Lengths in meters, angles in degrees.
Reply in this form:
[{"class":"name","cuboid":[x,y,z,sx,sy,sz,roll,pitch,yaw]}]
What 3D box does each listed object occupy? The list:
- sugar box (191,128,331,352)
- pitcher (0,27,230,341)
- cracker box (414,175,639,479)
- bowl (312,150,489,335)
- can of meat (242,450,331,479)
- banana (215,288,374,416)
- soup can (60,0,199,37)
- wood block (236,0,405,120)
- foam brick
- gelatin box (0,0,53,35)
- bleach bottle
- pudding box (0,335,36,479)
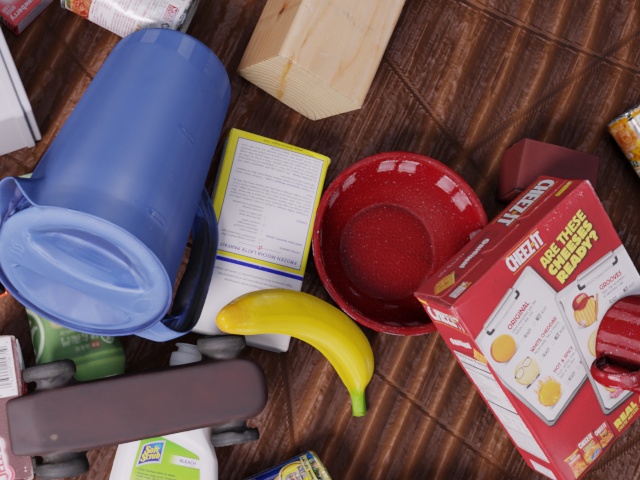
[{"class":"sugar box","cuboid":[-0.056,0.001,0.922,0.093,0.048,0.176,15,81,-11]},{"class":"pitcher","cuboid":[-0.142,-0.048,0.833,0.145,0.149,0.242,13,47,2]},{"class":"cracker box","cuboid":[0.201,0.077,0.916,0.164,0.072,0.213,-41,113,-16]},{"class":"bowl","cuboid":[0.066,0.005,0.941,0.162,0.055,0.162,2,80,-12]},{"class":"can of meat","cuboid":[-0.024,0.233,0.876,0.083,0.057,0.102,-21,70,-17]},{"class":"banana","cuboid":[-0.009,0.079,0.880,0.197,0.037,0.069,37,50,-40]},{"class":"soup can","cuboid":[-0.163,-0.208,0.922,0.102,0.069,0.068,26,76,-7]},{"class":"wood block","cuboid":[0.018,-0.222,0.941,0.090,0.091,0.206,29,75,-25]},{"class":"foam brick","cuboid":[0.208,-0.056,0.984,0.078,0.053,0.051,13,78,-11]},{"class":"gelatin box","cuboid":[-0.261,-0.235,0.925,0.073,0.030,0.089,41,75,-3]},{"class":"bleach bottle","cuboid":[-0.122,0.210,0.865,0.102,0.068,0.251,14,75,-12]},{"class":"pudding box","cuboid":[-0.248,0.134,0.836,0.039,0.090,0.113,-6,81,-15]}]
